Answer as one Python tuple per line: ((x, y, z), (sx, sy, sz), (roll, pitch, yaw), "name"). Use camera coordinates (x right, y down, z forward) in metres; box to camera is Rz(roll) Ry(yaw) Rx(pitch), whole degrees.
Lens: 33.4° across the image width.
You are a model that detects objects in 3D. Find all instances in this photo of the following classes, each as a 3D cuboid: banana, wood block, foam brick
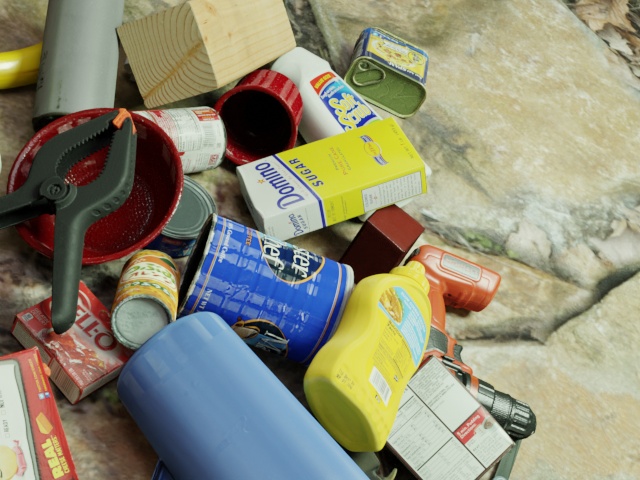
((-0.312, -0.184, 1.092), (0.070, 0.037, 0.197), (30, 38, 24), "banana")
((-0.114, -0.216, 1.140), (0.205, 0.091, 0.090), (-45, 120, -60), "wood block")
((0.063, 0.007, 1.109), (0.051, 0.078, 0.052), (39, 43, 8), "foam brick")

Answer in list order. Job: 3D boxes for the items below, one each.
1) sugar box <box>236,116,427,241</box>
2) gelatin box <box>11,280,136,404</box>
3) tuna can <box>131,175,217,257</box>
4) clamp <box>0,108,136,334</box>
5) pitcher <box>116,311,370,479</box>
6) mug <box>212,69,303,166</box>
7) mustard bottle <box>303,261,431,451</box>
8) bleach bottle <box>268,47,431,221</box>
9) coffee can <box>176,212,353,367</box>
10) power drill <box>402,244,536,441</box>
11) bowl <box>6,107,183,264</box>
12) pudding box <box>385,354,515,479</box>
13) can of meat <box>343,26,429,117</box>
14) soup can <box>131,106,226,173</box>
((0.010, -0.063, 1.093), (0.176, 0.048, 0.093), (-18, 43, -10), "sugar box")
((-0.208, 0.085, 0.914), (0.089, 0.030, 0.073), (46, 44, 13), "gelatin box")
((-0.147, -0.025, 1.046), (0.086, 0.034, 0.086), (16, 46, -18), "tuna can")
((-0.238, -0.035, 0.931), (0.165, 0.036, 0.209), (22, 65, 14), "clamp")
((-0.063, 0.183, 0.854), (0.243, 0.145, 0.148), (48, 33, 20), "pitcher")
((-0.075, -0.132, 1.148), (0.117, 0.093, 0.081), (-10, 23, 14), "mug")
((0.054, 0.087, 0.949), (0.096, 0.058, 0.191), (57, 43, -26), "mustard bottle")
((0.011, -0.139, 1.222), (0.102, 0.068, 0.251), (-22, 63, -42), "bleach bottle")
((-0.054, 0.047, 0.987), (0.140, 0.103, 0.102), (22, 44, -12), "coffee can")
((0.138, 0.102, 1.082), (0.184, 0.057, 0.187), (23, 44, -8), "power drill")
((-0.202, -0.041, 0.984), (0.162, 0.055, 0.162), (-1, 64, 2), "bowl")
((0.108, 0.174, 0.977), (0.090, 0.039, 0.113), (-43, 82, -4), "pudding box")
((0.085, -0.213, 1.334), (0.102, 0.058, 0.084), (25, 42, -10), "can of meat")
((-0.155, -0.100, 1.083), (0.102, 0.069, 0.068), (-9, 58, -37), "soup can")
